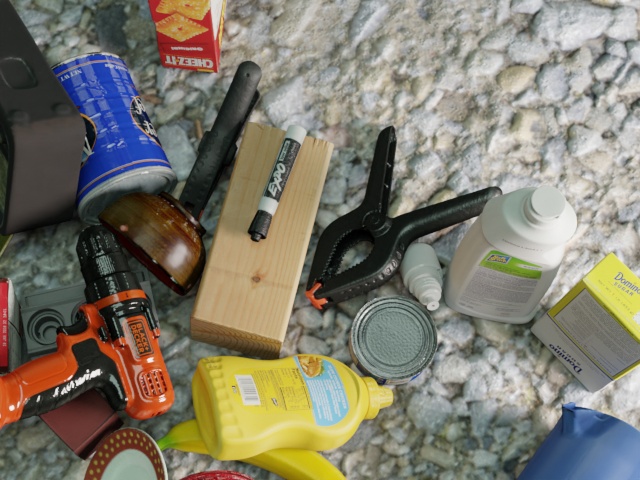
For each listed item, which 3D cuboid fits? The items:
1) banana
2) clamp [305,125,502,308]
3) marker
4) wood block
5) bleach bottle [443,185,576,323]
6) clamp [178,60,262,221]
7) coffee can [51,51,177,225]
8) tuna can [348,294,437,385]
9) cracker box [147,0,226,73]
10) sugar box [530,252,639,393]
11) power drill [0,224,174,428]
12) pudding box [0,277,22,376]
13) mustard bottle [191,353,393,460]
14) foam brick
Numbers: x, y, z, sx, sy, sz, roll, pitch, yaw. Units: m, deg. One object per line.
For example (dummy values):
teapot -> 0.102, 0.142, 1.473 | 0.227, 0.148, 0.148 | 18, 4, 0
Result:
banana -> -0.059, 0.203, 0.996 | 0.197, 0.037, 0.069 | 15, 39, -4
clamp -> 0.057, -0.020, 1.077 | 0.210, 0.036, 0.165 | -42, 50, -5
marker -> -0.041, -0.054, 1.008 | 0.020, 0.020, 0.121 | 19, 71, 2
wood block -> -0.057, 0.001, 1.047 | 0.091, 0.090, 0.206 | 15, 71, 0
bleach bottle -> 0.182, 0.010, 0.976 | 0.102, 0.251, 0.068 | 10, 71, -1
clamp -> -0.101, -0.098, 1.085 | 0.039, 0.120, 0.171 | 28, 93, 4
coffee can -> -0.216, -0.101, 1.062 | 0.102, 0.103, 0.140 | -23, 74, -11
tuna can -> 0.071, 0.099, 1.052 | 0.086, 0.034, 0.086 | 1, 71, -4
cracker box -> -0.132, -0.293, 1.076 | 0.072, 0.214, 0.164 | 6, 71, -1
sugar box -> 0.263, 0.081, 0.997 | 0.048, 0.176, 0.093 | -41, 79, -14
power drill -> -0.232, 0.083, 0.923 | 0.187, 0.057, 0.184 | -13, 73, -33
pudding box -> -0.299, 0.092, 0.985 | 0.039, 0.113, 0.090 | -1, 71, -9
mustard bottle -> -0.019, 0.151, 0.998 | 0.191, 0.058, 0.096 | 0, 46, -25
foam brick -> -0.221, 0.164, 0.985 | 0.051, 0.078, 0.053 | 44, 74, 9
